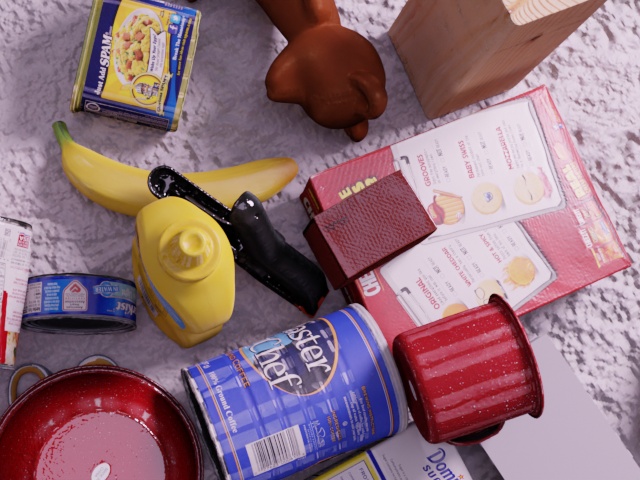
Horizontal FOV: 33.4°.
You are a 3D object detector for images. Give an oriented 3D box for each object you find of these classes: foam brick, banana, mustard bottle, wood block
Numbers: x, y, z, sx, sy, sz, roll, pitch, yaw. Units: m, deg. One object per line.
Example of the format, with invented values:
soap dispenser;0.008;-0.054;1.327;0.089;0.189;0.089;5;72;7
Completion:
foam brick;0.035;-0.007;0.777;0.078;0.051;0.053;-28;83;-13
banana;-0.117;-0.048;0.837;0.197;0.037;0.069;9;79;-8
mustard bottle;-0.096;0.020;0.747;0.058;0.192;0.096;-23;84;-14
wood block;0.132;-0.176;0.819;0.090;0.206;0.090;-22;84;-14

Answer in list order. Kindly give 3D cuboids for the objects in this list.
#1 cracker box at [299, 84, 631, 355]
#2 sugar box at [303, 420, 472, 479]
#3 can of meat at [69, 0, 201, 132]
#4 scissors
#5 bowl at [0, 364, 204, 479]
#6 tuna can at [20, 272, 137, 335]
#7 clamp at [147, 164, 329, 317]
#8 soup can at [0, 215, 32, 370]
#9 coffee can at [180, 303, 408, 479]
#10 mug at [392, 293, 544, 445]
cracker box;0.113;-0.009;0.853;0.213;0.072;0.164;-22;83;-13
sugar box;0.031;0.211;0.808;0.176;0.048;0.093;-24;84;-17
can of meat;-0.143;-0.141;0.836;0.084;0.057;0.102;12;88;-10
scissors;-0.161;0.173;0.796;0.096;0.016;0.202;-30;86;-14
bowl;-0.158;0.167;0.760;0.162;0.055;0.162;3;79;-16
tuna can;-0.177;0.047;0.782;0.086;0.086;0.034;2;77;-10
clamp;-0.055;0.001;0.803;0.120;0.171;0.039;30;75;40
soup can;-0.238;0.035;0.735;0.068;0.068;0.102;7;82;-9
coffee can;-0.020;0.118;0.787;0.140;0.103;0.103;-20;83;-13
mug;0.103;0.103;0.761;0.081;0.117;0.093;-18;40;-7
